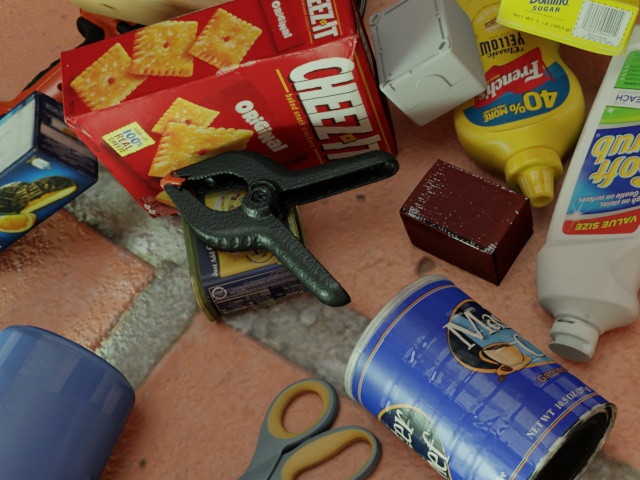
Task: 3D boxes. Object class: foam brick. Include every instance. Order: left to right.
[{"bbox_3d":[0.106,-0.013,0.770,0.078,0.053,0.051,27,72,26],"label":"foam brick"}]

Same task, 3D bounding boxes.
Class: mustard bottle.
[{"bbox_3d":[0.146,-0.107,0.802,0.096,0.058,0.191,-13,57,10],"label":"mustard bottle"}]

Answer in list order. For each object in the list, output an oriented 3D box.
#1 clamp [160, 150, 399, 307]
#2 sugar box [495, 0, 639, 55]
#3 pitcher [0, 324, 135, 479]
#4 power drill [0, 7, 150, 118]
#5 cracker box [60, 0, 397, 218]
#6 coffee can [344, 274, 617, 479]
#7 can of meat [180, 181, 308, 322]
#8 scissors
[{"bbox_3d":[-0.029,-0.031,0.764,0.172,0.039,0.120,22,64,22],"label":"clamp"},{"bbox_3d":[0.191,-0.204,0.799,0.093,0.048,0.176,17,40,5],"label":"sugar box"},{"bbox_3d":[-0.215,0.187,0.714,0.145,0.149,0.242,-9,49,53],"label":"pitcher"},{"bbox_3d":[-0.186,-0.128,0.917,0.185,0.057,0.187,33,72,32],"label":"power drill"},{"bbox_3d":[-0.062,-0.100,0.800,0.214,0.164,0.072,-14,63,8],"label":"cracker box"},{"bbox_3d":[0.099,0.102,0.678,0.102,0.102,0.140,-45,60,-11],"label":"coffee can"},{"bbox_3d":[-0.055,0.001,0.806,0.084,0.057,0.102,-16,59,4],"label":"can of meat"},{"bbox_3d":[-0.057,0.160,0.743,0.202,0.016,0.096,-19,57,5],"label":"scissors"}]
